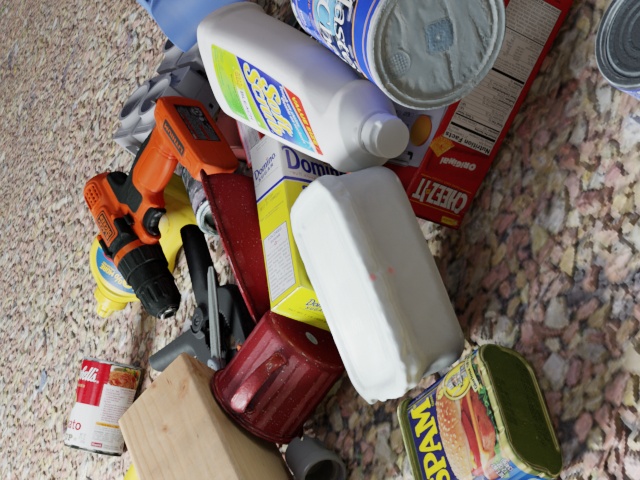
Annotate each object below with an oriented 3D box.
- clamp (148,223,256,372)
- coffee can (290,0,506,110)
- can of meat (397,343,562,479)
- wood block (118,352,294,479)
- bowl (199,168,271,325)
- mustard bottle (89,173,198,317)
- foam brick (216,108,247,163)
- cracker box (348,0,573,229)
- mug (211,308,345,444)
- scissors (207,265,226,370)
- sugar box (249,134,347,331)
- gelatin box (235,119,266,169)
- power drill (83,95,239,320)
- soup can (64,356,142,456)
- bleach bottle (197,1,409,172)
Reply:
[{"bbox_3d":[-0.110,0.072,1.078,0.210,0.036,0.164,12,93,57],"label":"clamp"},{"bbox_3d":[0.051,-0.165,0.757,0.103,0.102,0.140,-62,35,15],"label":"coffee can"},{"bbox_3d":[0.105,0.130,0.705,0.084,0.057,0.102,-45,40,33],"label":"can of meat"},{"bbox_3d":[-0.082,0.200,0.869,0.090,0.090,0.206,-46,40,9],"label":"wood block"},{"bbox_3d":[-0.056,0.001,0.972,0.055,0.162,0.162,-21,44,-1],"label":"bowl"},{"bbox_3d":[-0.208,0.011,1.212,0.192,0.096,0.058,-57,5,23],"label":"mustard bottle"},{"bbox_3d":[-0.070,-0.111,1.101,0.078,0.051,0.053,5,78,57],"label":"foam brick"},{"bbox_3d":[0.093,-0.138,0.844,0.164,0.072,0.214,43,112,55],"label":"cracker box"},{"bbox_3d":[-0.036,0.111,0.885,0.093,0.117,0.082,41,108,16],"label":"mug"},{"bbox_3d":[-0.105,0.134,1.021,0.096,0.016,0.202,-38,59,54],"label":"scissors"},{"bbox_3d":[-0.005,-0.009,0.909,0.048,0.093,0.176,-38,45,34],"label":"sugar box"},{"bbox_3d":[-0.039,-0.096,1.025,0.030,0.073,0.089,-52,37,29],"label":"gelatin box"},{"bbox_3d":[-0.160,-0.038,1.083,0.188,0.057,0.184,-49,62,31],"label":"power drill"},{"bbox_3d":[-0.245,0.187,1.204,0.069,0.068,0.102,-3,72,56],"label":"soup can"},{"bbox_3d":[-0.012,-0.119,0.843,0.251,0.068,0.102,34,145,54],"label":"bleach bottle"}]
